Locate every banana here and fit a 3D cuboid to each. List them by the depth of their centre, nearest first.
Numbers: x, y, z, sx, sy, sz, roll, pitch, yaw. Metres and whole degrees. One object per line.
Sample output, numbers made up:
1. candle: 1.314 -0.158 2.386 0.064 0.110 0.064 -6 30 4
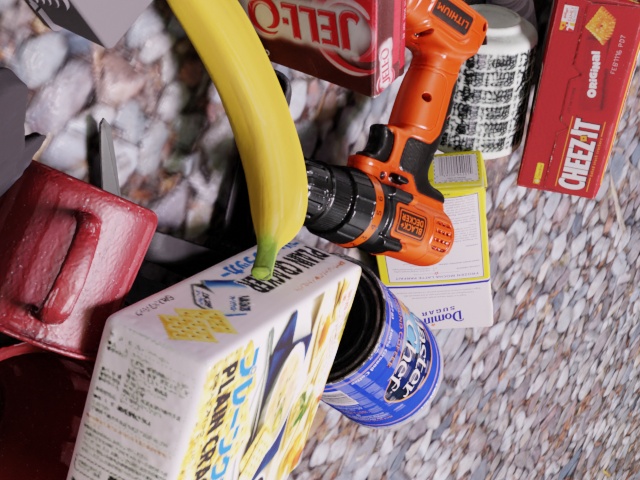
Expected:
1. banana: -0.044 -0.080 0.607 0.069 0.037 0.198 -49 122 -68

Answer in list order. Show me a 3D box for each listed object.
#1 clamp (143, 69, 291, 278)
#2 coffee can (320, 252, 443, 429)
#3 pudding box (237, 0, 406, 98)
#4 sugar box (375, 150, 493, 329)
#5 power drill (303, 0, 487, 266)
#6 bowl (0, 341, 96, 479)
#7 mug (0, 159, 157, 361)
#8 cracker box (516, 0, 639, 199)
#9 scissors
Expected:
1. clamp: -0.055 0.001 0.707 0.164 0.036 0.210 -57 155 -29
2. coffee can: 0.026 0.082 0.830 0.103 0.103 0.140 -58 148 -7
3. pudding box: -0.005 -0.141 0.601 0.039 0.114 0.090 -39 142 -38
4. sugar box: 0.092 0.005 0.876 0.176 0.093 0.048 77 12 -50
5. power drill: 0.042 -0.084 0.725 0.184 0.057 0.187 19 84 -50
6. bowl: -0.193 0.115 0.583 0.161 0.055 0.162 -35 140 -37
7. mug: -0.132 0.009 0.541 0.093 0.117 0.081 24 88 -18
8. cracker box: 0.219 -0.156 0.879 0.213 0.072 0.164 -64 163 -56
9. scissors: -0.111 0.012 0.661 0.096 0.016 0.202 -21 131 -49
